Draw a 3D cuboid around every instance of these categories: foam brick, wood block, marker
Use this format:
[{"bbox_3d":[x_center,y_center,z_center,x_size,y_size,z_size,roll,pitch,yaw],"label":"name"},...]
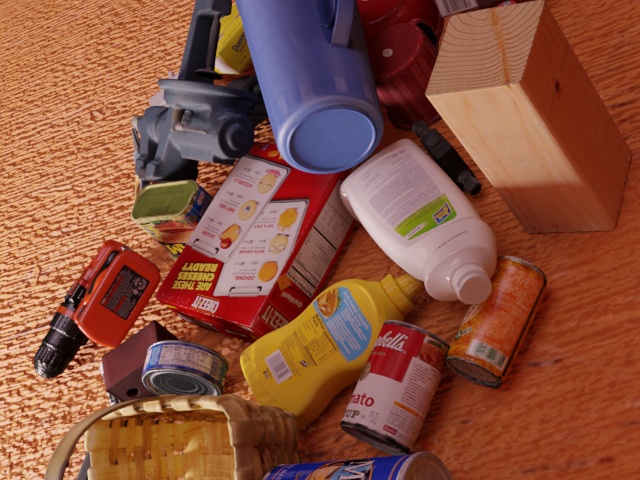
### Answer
[{"bbox_3d":[-0.190,0.136,1.160,0.078,0.053,0.051,-35,42,12],"label":"foam brick"},{"bbox_3d":[0.187,-0.100,0.926,0.090,0.206,0.090,-2,55,38],"label":"wood block"},{"bbox_3d":[-0.223,0.178,1.178,0.020,0.020,0.121,-39,41,7],"label":"marker"}]

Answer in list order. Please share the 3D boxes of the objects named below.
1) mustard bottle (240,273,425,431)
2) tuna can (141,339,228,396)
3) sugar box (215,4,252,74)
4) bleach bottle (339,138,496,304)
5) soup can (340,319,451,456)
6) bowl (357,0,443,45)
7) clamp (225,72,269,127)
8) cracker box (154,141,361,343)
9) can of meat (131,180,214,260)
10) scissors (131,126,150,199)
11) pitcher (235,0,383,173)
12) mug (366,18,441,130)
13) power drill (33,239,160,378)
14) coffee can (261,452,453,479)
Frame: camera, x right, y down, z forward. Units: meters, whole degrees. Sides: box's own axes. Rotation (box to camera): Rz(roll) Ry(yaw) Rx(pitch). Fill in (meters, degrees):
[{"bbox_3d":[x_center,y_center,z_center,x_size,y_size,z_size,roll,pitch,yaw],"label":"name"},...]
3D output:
[{"bbox_3d":[0.019,0.093,1.017,0.192,0.058,0.096,-38,51,8],"label":"mustard bottle"},{"bbox_3d":[-0.139,0.136,1.092,0.086,0.086,0.033,-12,52,32],"label":"tuna can"},{"bbox_3d":[-0.117,-0.265,1.395,0.093,0.048,0.176,-52,25,-7],"label":"sugar box"},{"bbox_3d":[0.095,-0.008,0.993,0.102,0.068,0.251,-39,28,7],"label":"bleach bottle"},{"bbox_3d":[0.067,0.130,0.938,0.069,0.068,0.102,9,66,43],"label":"soup can"},{"bbox_3d":[0.060,-0.264,1.252,0.162,0.055,0.162,-11,52,14],"label":"bowl"},{"bbox_3d":[-0.078,-0.169,1.319,0.172,0.039,0.120,-35,47,32],"label":"clamp"},{"bbox_3d":[-0.058,0.001,1.148,0.164,0.072,0.213,11,66,45],"label":"cracker box"},{"bbox_3d":[-0.158,-0.024,1.240,0.102,0.083,0.057,-4,55,37],"label":"can of meat"},{"bbox_3d":[-0.232,-0.119,1.399,0.202,0.016,0.096,-103,28,-44],"label":"scissors"},{"bbox_3d":[-0.006,-0.196,1.105,0.145,0.149,0.243,-22,51,11],"label":"pitcher"},{"bbox_3d":[0.099,-0.191,1.167,0.093,0.081,0.117,4,60,41],"label":"mug"},{"bbox_3d":[-0.257,0.079,1.213,0.184,0.057,0.188,-62,21,-14],"label":"power drill"},{"bbox_3d":[0.029,0.228,0.865,0.141,0.102,0.102,-12,50,32],"label":"coffee can"}]
